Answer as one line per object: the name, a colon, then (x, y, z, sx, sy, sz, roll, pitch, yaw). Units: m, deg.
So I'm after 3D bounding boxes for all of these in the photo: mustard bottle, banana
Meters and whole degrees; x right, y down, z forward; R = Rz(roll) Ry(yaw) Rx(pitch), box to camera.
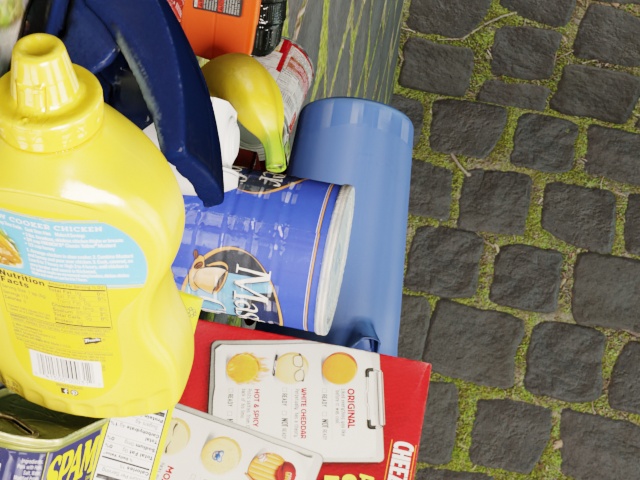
mustard bottle: (-0.105, -0.003, 0.445, 0.192, 0.096, 0.058, 94, 9, -47)
banana: (-0.064, -0.090, 0.710, 0.198, 0.037, 0.069, -154, -106, -68)

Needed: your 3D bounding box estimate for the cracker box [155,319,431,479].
cracker box: (-0.045, 0.147, 0.712, 0.072, 0.214, 0.164, 90, 12, -59)

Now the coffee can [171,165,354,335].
coffee can: (-0.055, 0.001, 0.722, 0.103, 0.140, 0.103, 11, 89, -84)

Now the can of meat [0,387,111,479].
can of meat: (-0.143, 0.119, 0.494, 0.102, 0.057, 0.084, 8, 95, -84)

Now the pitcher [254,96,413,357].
pitcher: (0.012, 0.001, 0.976, 0.145, 0.149, 0.243, 37, 59, -66)

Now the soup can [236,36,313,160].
soup can: (-0.049, -0.124, 0.925, 0.102, 0.068, 0.068, -72, 171, -49)

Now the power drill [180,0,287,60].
power drill: (-0.055, -0.201, 0.798, 0.187, 0.057, 0.184, -74, 172, -58)
